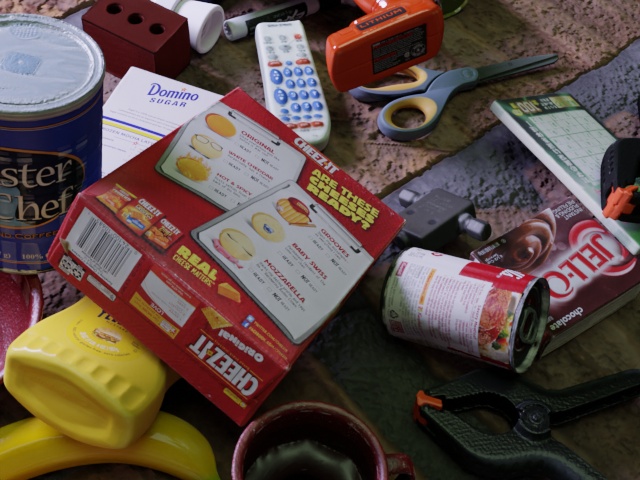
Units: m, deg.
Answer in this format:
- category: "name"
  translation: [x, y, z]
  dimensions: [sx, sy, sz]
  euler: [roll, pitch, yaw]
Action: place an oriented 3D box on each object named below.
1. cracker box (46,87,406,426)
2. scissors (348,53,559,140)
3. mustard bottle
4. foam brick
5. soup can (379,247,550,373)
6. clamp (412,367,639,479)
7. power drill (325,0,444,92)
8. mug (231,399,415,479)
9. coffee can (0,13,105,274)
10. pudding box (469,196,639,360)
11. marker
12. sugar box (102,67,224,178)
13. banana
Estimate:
- category: "cracker box"
  translation: [-0.055, 0.001, 0.721]
  dimensions: [0.164, 0.072, 0.213]
  euler: [39, 34, 2]
- category: "scissors"
  translation: [0.125, -0.128, 0.940]
  dimensions: [0.201, 0.016, 0.096]
  euler: [-2, 54, -9]
- category: "mustard bottle"
  translation: [-0.118, 0.056, 0.720]
  dimensions: [0.096, 0.058, 0.191]
  euler: [24, 33, 13]
- category: "foam brick"
  translation: [-0.158, -0.172, 0.916]
  dimensions: [0.078, 0.051, 0.053]
  euler: [26, 54, 13]
- category: "soup can"
  translation: [0.101, 0.047, 0.750]
  dimensions: [0.102, 0.068, 0.068]
  euler: [14, 49, 29]
- category: "clamp"
  translation: [0.149, 0.137, 0.722]
  dimensions: [0.171, 0.039, 0.120]
  euler: [2, 47, 2]
- category: "power drill"
  translation: [0.007, -0.213, 0.912]
  dimensions: [0.184, 0.057, 0.188]
  euler: [-23, 56, -7]
- category: "mug"
  translation: [0.002, 0.156, 0.661]
  dimensions: [0.117, 0.081, 0.093]
  euler: [-11, 54, -15]
- category: "coffee can"
  translation: [-0.194, -0.062, 0.703]
  dimensions: [0.102, 0.140, 0.103]
  euler: [6, 45, -6]
- category: "pudding box"
  translation: [0.179, 0.027, 0.810]
  dimensions: [0.113, 0.039, 0.090]
  euler: [-28, 61, -26]
- category: "marker"
  translation: [-0.032, -0.210, 0.981]
  dimensions: [0.121, 0.020, 0.020]
  euler: [-23, 58, -22]
- category: "sugar box"
  translation: [-0.145, -0.055, 0.832]
  dimensions: [0.093, 0.048, 0.176]
  euler: [19, 50, 9]
- category: "banana"
  translation: [-0.153, 0.139, 0.685]
  dimensions: [0.197, 0.037, 0.069]
  euler: [1, 50, -6]
